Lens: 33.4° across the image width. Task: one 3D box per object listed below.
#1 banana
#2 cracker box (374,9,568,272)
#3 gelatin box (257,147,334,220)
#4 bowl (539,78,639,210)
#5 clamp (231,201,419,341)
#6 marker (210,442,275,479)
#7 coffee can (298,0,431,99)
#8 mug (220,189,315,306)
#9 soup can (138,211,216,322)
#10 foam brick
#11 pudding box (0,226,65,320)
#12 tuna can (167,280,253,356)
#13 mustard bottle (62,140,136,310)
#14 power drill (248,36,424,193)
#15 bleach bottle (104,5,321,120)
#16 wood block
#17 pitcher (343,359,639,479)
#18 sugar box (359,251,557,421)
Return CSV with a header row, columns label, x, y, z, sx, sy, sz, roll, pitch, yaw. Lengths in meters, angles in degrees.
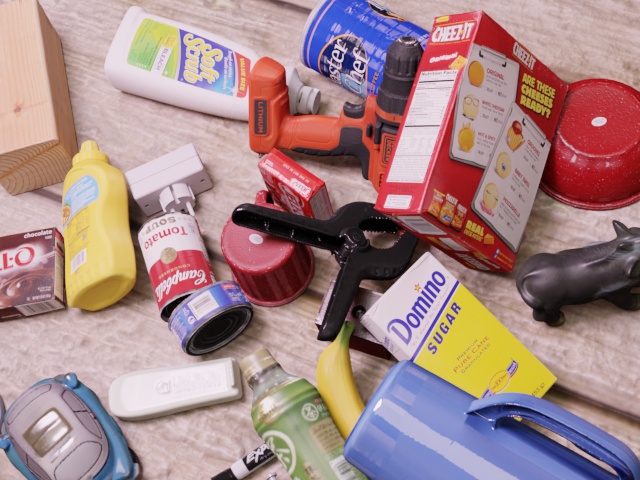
label,x,y,z,sx,sy,sz,roll,pitch,yaw
banana,0.046,0.180,1.038,0.070,0.037,0.198,-38,75,37
cracker box,0.153,-0.095,1.071,0.072,0.164,0.213,5,73,47
gelatin box,-0.025,-0.051,1.142,0.073,0.089,0.030,36,76,22
bowl,0.295,-0.115,1.135,0.162,0.055,0.162,-4,65,8
clamp,0.031,0.016,1.070,0.209,0.036,0.165,-11,59,-36
marker,-0.059,0.214,1.065,0.121,0.020,0.020,-33,65,-6
coffee can,0.061,-0.208,1.192,0.140,0.103,0.102,34,75,22
mug,-0.057,0.001,1.127,0.093,0.081,0.117,-3,65,8
soup can,-0.151,0.029,1.140,0.068,0.068,0.102,-21,63,0
foam brick,0.041,0.081,1.090,0.078,0.051,0.053,16,69,16
pudding box,-0.340,0.040,1.183,0.113,0.039,0.090,-9,64,5
tuna can,-0.112,0.081,1.099,0.086,0.086,0.034,-34,66,-6
mustard bottle,-0.248,-0.026,1.174,0.096,0.058,0.191,-36,54,40
power drill,0.018,-0.141,1.128,0.188,0.184,0.057,13,36,14
bleach bottle,-0.118,-0.196,1.241,0.251,0.068,0.102,15,71,14
wood block,-0.350,-0.171,1.254,0.091,0.090,0.206,-15,64,1
pitcher,0.150,0.203,0.939,0.243,0.145,0.149,32,80,9
sugar box,0.133,0.105,1.036,0.176,0.048,0.093,45,73,2
